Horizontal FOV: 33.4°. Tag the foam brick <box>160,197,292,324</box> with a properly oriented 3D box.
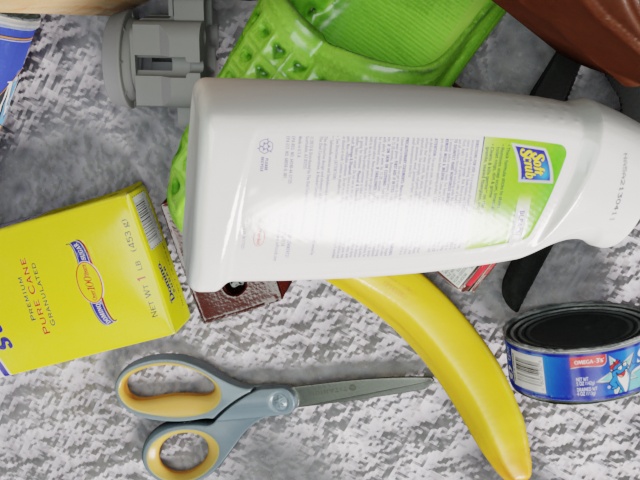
[{"bbox_3d":[-0.054,0.001,0.639,0.053,0.051,0.078,-18,98,10],"label":"foam brick"}]

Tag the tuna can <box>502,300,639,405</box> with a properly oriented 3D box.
[{"bbox_3d":[0.148,0.063,0.607,0.086,0.086,0.034,-6,102,9],"label":"tuna can"}]

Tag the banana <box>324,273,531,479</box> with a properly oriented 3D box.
[{"bbox_3d":[0.059,0.059,0.631,0.197,0.069,0.037,42,147,-7],"label":"banana"}]

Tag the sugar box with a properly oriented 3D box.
[{"bbox_3d":[-0.180,0.032,0.666,0.176,0.048,0.093,-16,99,10],"label":"sugar box"}]

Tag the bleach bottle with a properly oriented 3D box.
[{"bbox_3d":[0.061,-0.024,0.526,0.250,0.068,0.103,2,117,-12],"label":"bleach bottle"}]

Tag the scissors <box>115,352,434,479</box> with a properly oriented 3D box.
[{"bbox_3d":[-0.033,0.118,0.679,0.202,0.016,0.096,7,104,6],"label":"scissors"}]
